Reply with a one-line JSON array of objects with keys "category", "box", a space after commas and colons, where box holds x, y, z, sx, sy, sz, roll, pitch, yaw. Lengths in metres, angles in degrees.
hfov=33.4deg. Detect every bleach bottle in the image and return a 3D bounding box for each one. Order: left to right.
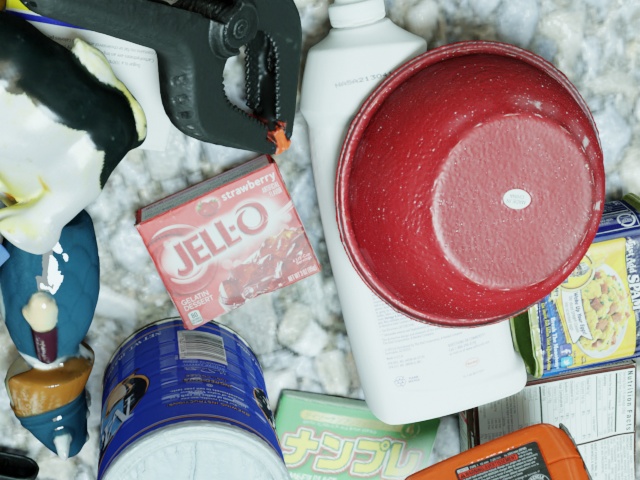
[{"category": "bleach bottle", "box": [0.050, -0.023, 0.618, 0.102, 0.068, 0.251, -14, 108, -8]}]

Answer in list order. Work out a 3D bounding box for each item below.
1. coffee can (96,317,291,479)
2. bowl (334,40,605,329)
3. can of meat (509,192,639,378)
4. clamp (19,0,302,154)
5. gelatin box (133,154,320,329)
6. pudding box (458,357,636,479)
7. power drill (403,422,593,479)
[{"category": "coffee can", "box": [-0.074, 0.117, 0.601, 0.102, 0.140, 0.103, -3, 109, -9]}, {"category": "bowl", "box": [0.091, -0.024, 0.567, 0.162, 0.055, 0.162, -3, 102, -15]}, {"category": "can of meat", "box": [0.161, 0.030, 0.657, 0.084, 0.057, 0.102, -11, 110, -3]}, {"category": "clamp", "box": [-0.060, -0.107, 0.525, 0.164, 0.036, 0.210, -47, 147, -25]}, {"category": "gelatin box", "box": [-0.054, 0.001, 0.624, 0.089, 0.030, 0.073, -24, 111, -1]}, {"category": "pudding box", "box": [0.148, 0.120, 0.695, 0.113, 0.039, 0.090, -9, 110, -8]}, {"category": "power drill", "box": [0.111, 0.194, 0.669, 0.184, 0.057, 0.187, -24, 141, 5]}]
